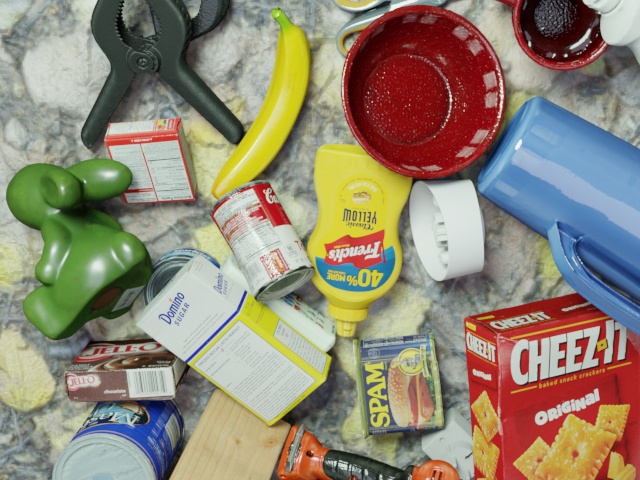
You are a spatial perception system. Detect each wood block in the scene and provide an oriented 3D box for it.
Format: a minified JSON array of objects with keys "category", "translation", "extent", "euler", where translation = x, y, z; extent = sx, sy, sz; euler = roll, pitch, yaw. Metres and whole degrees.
[{"category":"wood block","translation":[-0.111,0.258,1.054],"extent":[0.090,0.206,0.091],"euler":[27,127,-2]}]

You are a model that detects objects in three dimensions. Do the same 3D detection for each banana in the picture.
[{"category":"banana","translation":[-0.051,-0.128,1.038],"extent":[0.069,0.037,0.198],"euler":[7,112,-34]}]

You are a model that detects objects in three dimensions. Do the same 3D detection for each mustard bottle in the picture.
[{"category":"mustard bottle","translation":[0.035,0.004,1.063],"extent":[0.096,0.058,0.192],"euler":[5,105,-2]}]

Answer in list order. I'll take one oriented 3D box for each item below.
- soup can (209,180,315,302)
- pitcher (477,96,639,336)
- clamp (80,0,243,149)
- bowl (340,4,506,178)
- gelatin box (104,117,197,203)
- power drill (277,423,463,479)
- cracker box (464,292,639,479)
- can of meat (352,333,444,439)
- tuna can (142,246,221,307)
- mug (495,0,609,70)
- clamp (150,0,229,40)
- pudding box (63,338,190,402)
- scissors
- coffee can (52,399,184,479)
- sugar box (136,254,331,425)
[{"category":"soup can","translation":[-0.057,0.001,1.047],"extent":[0.068,0.068,0.102],"euler":[-32,74,12]},{"category":"pitcher","translation":[0.270,-0.023,0.995],"extent":[0.243,0.149,0.145],"euler":[31,104,0]},{"category":"clamp","translation":[-0.175,-0.172,1.019],"extent":[0.164,0.036,0.210],"euler":[-7,127,9]},{"category":"bowl","translation":[0.090,-0.137,1.008],"extent":[0.162,0.055,0.162],"euler":[0,89,-13]},{"category":"gelatin box","translation":[-0.166,-0.078,1.057],"extent":[0.073,0.030,0.089],"euler":[-4,135,6]},{"category":"power drill","translation":[0.058,0.253,1.095],"extent":[0.188,0.184,0.057],"euler":[10,62,14]},{"category":"cracker box","translation":[0.232,0.169,1.049],"extent":[0.164,0.072,0.214],"euler":[-10,105,-21]},{"category":"can of meat","translation":[0.080,0.148,1.095],"extent":[0.084,0.057,0.102],"euler":[-6,100,4]},{"category":"tuna can","translation":[-0.140,0.052,1.103],"extent":[0.086,0.033,0.086],"euler":[1,104,5]},{"category":"mug","translation":[0.208,-0.210,0.981],"extent":[0.117,0.081,0.093],"euler":[17,105,0]},{"category":"clamp","translation":[-0.123,-0.265,1.020],"extent":[0.120,0.039,0.171],"euler":[36,105,-2]},{"category":"pudding box","translation":[-0.196,0.132,1.100],"extent":[0.113,0.090,0.039],"euler":[-1,106,5]},{"category":"scissors","translation":[0.095,-0.246,1.017],"extent":[0.202,0.016,0.096],"euler":[-30,100,11]},{"category":"coffee can","translation":[-0.204,0.219,1.096],"extent":[0.103,0.140,0.103],"euler":[1,104,5]},{"category":"sugar box","translation":[-0.085,0.101,1.066],"extent":[0.176,0.048,0.093],"euler":[41,118,-10]}]
